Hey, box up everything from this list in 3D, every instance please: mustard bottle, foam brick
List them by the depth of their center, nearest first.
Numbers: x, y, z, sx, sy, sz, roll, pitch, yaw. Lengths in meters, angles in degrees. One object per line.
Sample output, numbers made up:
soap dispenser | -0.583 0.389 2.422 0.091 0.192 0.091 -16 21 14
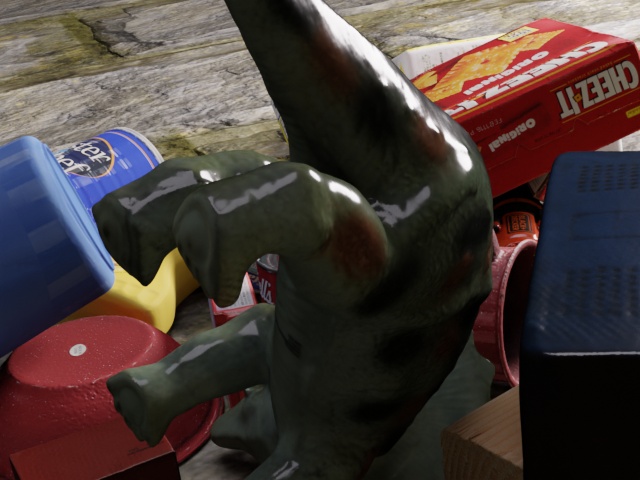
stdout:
foam brick | -0.116 0.133 0.562 0.078 0.051 0.053 -17 26 -22
mustard bottle | -0.137 0.019 0.829 0.096 0.058 0.191 4 24 14

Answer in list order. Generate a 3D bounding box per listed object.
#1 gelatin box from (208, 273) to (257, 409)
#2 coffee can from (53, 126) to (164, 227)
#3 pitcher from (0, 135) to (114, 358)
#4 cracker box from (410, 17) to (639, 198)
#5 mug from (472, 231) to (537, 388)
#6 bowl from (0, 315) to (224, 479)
gelatin box | -0.053 0.059 0.690 0.030 0.073 0.089 -10 23 -8
coffee can | -0.207 -0.027 0.900 0.103 0.103 0.140 12 29 38
pitcher | -0.252 0.040 0.650 0.242 0.145 0.149 -29 28 -6
cracker box | 0.148 -0.108 0.848 0.164 0.072 0.214 -25 16 2
mug | 0.089 0.034 0.660 0.082 0.117 0.093 2 33 31
bowl | -0.144 0.091 0.665 0.162 0.055 0.162 -6 22 2
